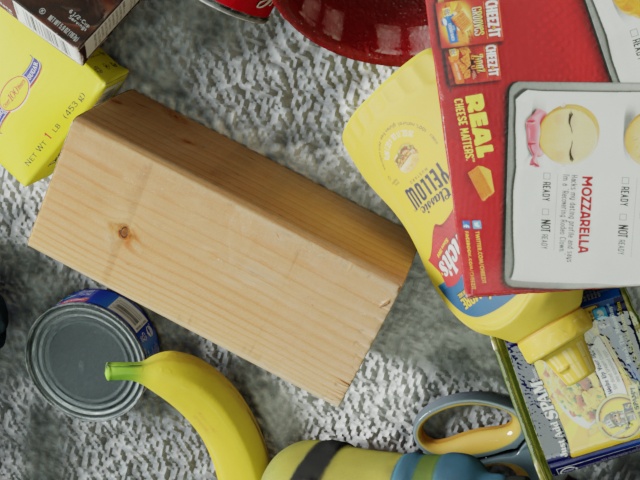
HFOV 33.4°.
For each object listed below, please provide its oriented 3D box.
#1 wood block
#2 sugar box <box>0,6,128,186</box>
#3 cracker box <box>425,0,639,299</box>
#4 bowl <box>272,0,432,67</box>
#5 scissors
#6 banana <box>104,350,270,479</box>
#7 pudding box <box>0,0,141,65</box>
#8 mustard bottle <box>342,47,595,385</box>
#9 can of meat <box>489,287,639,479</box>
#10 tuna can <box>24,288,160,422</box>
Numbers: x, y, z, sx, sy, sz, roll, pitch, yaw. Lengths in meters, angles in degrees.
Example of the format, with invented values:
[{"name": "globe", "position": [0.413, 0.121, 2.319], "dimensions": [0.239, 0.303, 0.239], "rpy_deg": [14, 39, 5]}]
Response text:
[{"name": "wood block", "position": [-0.054, 0.001, 0.642], "dimensions": [0.206, 0.090, 0.091], "rpy_deg": [27, 112, 3]}, {"name": "sugar box", "position": [-0.214, -0.128, 0.661], "dimensions": [0.176, 0.048, 0.093], "rpy_deg": [42, 111, -4]}, {"name": "cracker box", "position": [0.162, -0.067, 0.472], "dimensions": [0.214, 0.072, 0.164], "rpy_deg": [-5, 107, 16]}, {"name": "bowl", "position": [0.051, -0.161, 0.559], "dimensions": [0.162, 0.055, 0.162], "rpy_deg": [1, 152, 0]}, {"name": "scissors", "position": [0.159, 0.129, 0.673], "dimensions": [0.202, 0.016, 0.096], "rpy_deg": [-5, 108, 15]}, {"name": "banana", "position": [-0.069, 0.145, 0.712], "dimensions": [0.069, 0.037, 0.198], "rpy_deg": [-25, 109, 1]}, {"name": "pudding box", "position": [-0.154, -0.170, 0.616], "dimensions": [0.113, 0.039, 0.090], "rpy_deg": [39, 76, -3]}, {"name": "mustard bottle", "position": [0.092, -0.007, 0.588], "dimensions": [0.096, 0.058, 0.192], "rpy_deg": [-42, 75, 45]}, {"name": "can of meat", "position": [0.154, 0.081, 0.626], "dimensions": [0.084, 0.057, 0.102], "rpy_deg": [-20, 85, 12]}, {"name": "tuna can", "position": [-0.152, 0.076, 0.718], "dimensions": [0.086, 0.033, 0.086], "rpy_deg": [4, 108, 12]}]
